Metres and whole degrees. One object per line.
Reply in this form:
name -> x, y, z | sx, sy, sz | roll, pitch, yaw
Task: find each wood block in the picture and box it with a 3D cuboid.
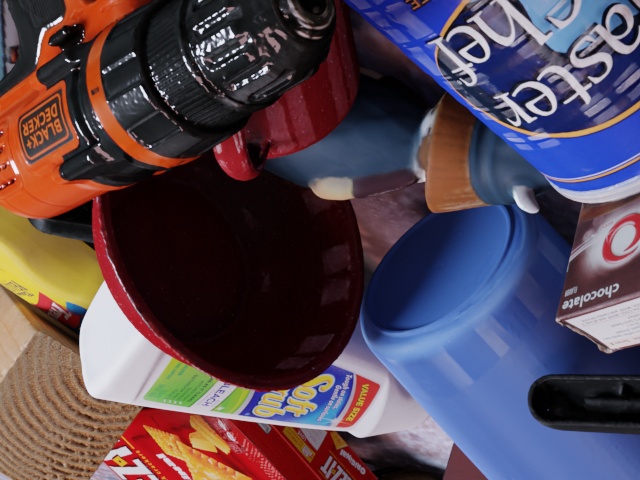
wood block -> -0.211, 0.103, 0.773 | 0.090, 0.091, 0.206 | 39, 171, -23

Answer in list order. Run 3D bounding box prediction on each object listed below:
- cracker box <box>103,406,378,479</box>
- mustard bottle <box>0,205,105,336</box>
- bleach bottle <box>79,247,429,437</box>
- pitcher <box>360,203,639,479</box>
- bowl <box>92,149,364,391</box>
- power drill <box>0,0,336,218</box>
cracker box -> -0.085, 0.171, 0.867 | 0.214, 0.072, 0.164 | -16, 120, 45
mustard bottle -> -0.174, 0.030, 0.746 | 0.191, 0.058, 0.096 | 38, 156, -25
bleach bottle -> -0.009, 0.068, 0.639 | 0.250, 0.068, 0.103 | 16, 128, -33
pitcher -> 0.127, 0.087, 0.589 | 0.149, 0.145, 0.242 | -32, 119, 24
bowl -> -0.053, 0.001, 0.523 | 0.162, 0.162, 0.055 | 40, 137, -26
power drill -> -0.079, -0.112, 0.368 | 0.057, 0.187, 0.185 | -9, 173, -44
